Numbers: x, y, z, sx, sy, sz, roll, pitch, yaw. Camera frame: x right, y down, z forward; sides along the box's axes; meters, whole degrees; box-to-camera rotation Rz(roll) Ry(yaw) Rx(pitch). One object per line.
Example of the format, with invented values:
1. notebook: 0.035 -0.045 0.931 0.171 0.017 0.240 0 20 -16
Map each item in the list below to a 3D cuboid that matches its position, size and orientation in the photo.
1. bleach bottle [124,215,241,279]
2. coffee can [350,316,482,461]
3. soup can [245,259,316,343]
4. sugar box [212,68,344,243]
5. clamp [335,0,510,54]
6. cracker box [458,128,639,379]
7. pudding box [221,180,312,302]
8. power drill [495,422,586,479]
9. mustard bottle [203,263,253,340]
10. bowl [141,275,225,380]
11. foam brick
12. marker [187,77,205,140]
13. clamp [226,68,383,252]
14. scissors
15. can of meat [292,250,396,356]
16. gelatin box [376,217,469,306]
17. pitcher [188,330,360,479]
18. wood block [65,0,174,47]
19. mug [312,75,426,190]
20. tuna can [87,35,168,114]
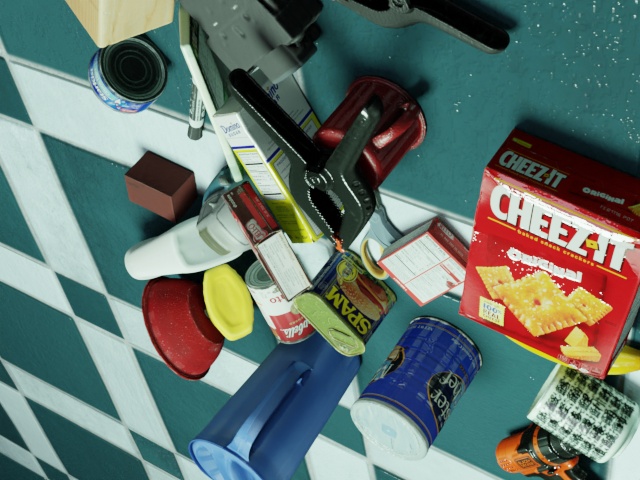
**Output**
1. bleach bottle: -0.199 0.014 1.450 0.251 0.102 0.068 -14 96 62
2. coffee can: 0.115 0.175 1.270 0.103 0.140 0.103 27 147 19
3. soup can: -0.048 0.074 1.380 0.069 0.068 0.102 8 137 40
4. sugar box: -0.035 -0.091 1.132 0.048 0.093 0.176 -3 129 45
5. clamp: 0.076 -0.221 0.903 0.172 0.039 0.120 18 141 31
6. cracker box: 0.227 0.019 1.014 0.164 0.072 0.214 25 143 20
7. pudding box: -0.058 0.001 1.161 0.090 0.039 0.113 55 177 40
8. power drill: 0.321 0.290 1.286 0.187 0.057 0.185 44 152 -3
9. mustard bottle: -0.126 0.088 1.453 0.192 0.058 0.096 131 117 -81
10. bowl: -0.183 0.115 1.521 0.055 0.162 0.162 -25 116 21
11. foam brick: -0.205 -0.070 1.375 0.078 0.051 0.053 26 146 20
12. marker: -0.141 -0.155 1.231 0.020 0.020 0.121 33 148 10
13. clamp: -0.005 -0.075 1.016 0.165 0.036 0.210 21 145 27
14. scissors: 0.078 -0.018 1.182 0.096 0.016 0.202 24 146 20
15. can of meat: 0.031 0.074 1.281 0.102 0.083 0.058 46 148 -12
16. gelatin box: 0.118 0.023 1.164 0.073 0.030 0.089 44 135 -12
17. pitcher: -0.050 0.216 1.395 0.149 0.242 0.145 -2 130 47
18. wood block: -0.192 -0.295 1.014 0.091 0.090 0.206 54 153 19
19. mug: 0.051 -0.102 1.039 0.093 0.081 0.117 50 147 -18
20. tuna can: -0.216 -0.188 1.203 0.086 0.086 0.034 47 146 -12
